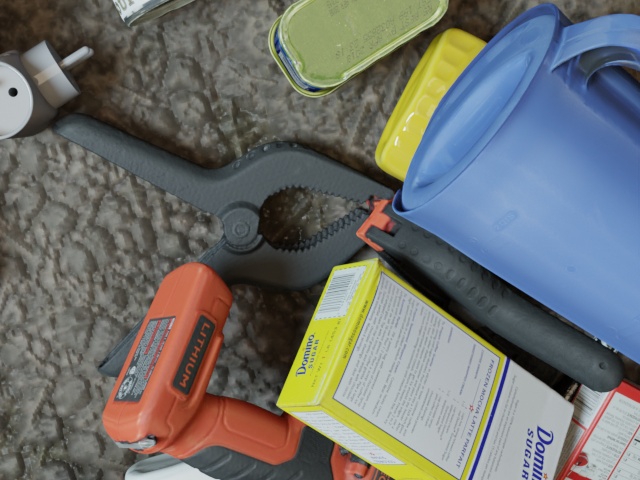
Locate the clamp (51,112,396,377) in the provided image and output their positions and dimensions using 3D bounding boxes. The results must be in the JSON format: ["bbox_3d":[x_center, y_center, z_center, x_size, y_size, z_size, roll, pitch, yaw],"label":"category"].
[{"bbox_3d":[-0.054,0.001,0.661,0.210,0.036,0.164,-3,102,-7],"label":"clamp"}]

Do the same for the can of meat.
[{"bbox_3d":[0.021,-0.129,0.627,0.102,0.084,0.057,-33,98,1],"label":"can of meat"}]

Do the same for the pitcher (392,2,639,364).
[{"bbox_3d":[0.174,-0.009,0.566,0.242,0.149,0.145,34,98,-12],"label":"pitcher"}]

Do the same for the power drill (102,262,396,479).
[{"bbox_3d":[-0.017,0.089,0.618,0.187,0.057,0.184,33,64,-24],"label":"power drill"}]

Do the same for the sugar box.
[{"bbox_3d":[0.066,0.095,0.615,0.176,0.048,0.093,38,62,-27],"label":"sugar box"}]

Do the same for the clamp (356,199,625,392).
[{"bbox_3d":[0.100,0.037,0.633,0.171,0.120,0.039,36,75,-10],"label":"clamp"}]

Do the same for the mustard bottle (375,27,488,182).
[{"bbox_3d":[0.137,-0.046,0.658,0.191,0.058,0.096,27,90,-7],"label":"mustard bottle"}]
